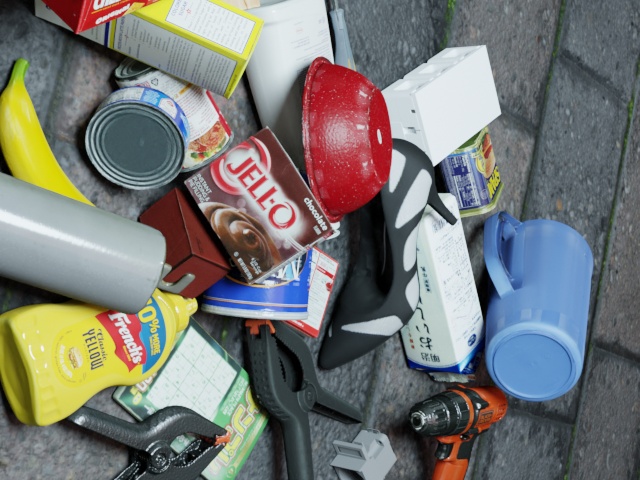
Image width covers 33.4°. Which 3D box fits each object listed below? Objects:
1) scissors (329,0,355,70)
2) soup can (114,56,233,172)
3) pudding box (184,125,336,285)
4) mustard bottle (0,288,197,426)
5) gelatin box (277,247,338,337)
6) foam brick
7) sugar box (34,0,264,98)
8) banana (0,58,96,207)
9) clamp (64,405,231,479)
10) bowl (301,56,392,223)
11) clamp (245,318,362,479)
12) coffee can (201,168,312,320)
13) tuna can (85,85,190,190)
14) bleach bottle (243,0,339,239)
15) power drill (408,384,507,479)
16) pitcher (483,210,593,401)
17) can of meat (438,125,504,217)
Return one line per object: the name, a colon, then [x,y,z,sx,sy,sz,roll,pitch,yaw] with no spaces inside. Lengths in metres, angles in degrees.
scissors: [0.018,-0.220,1.114,0.096,0.016,0.202,-78,156,-68]
soup can: [-0.130,-0.121,0.951,0.068,0.069,0.102,-50,127,-32]
pudding box: [-0.053,-0.030,0.944,0.113,0.090,0.039,57,5,5]
mustard bottle: [-0.182,0.082,0.919,0.191,0.058,0.096,-21,102,-45]
gelatin box: [-0.023,0.047,1.112,0.073,0.030,0.089,34,66,-44]
foam brick: [-0.122,0.002,0.957,0.052,0.051,0.078,26,37,-46]
sugar box: [-0.139,-0.179,0.854,0.176,0.093,0.048,26,72,-7]
banana: [-0.216,-0.050,0.886,0.069,0.037,0.197,-45,125,-33]
clamp: [-0.159,0.203,0.963,0.171,0.039,0.120,3,103,-39]
bowl: [0.032,-0.098,1.020,0.162,0.055,0.162,-3,90,-72]
clamp: [-0.026,0.172,1.098,0.210,0.036,0.164,61,34,-29]
coffee can: [-0.057,0.001,1.016,0.102,0.103,0.140,5,89,-48]
tuna can: [-0.155,-0.088,0.912,0.033,0.086,0.086,-84,152,-55]
bleach bottle: [-0.021,-0.118,1.076,0.102,0.068,0.251,-32,118,-46]
power drill: [0.138,0.259,1.242,0.184,0.057,0.188,2,112,-52]
pitcher: [0.254,0.076,1.283,0.242,0.149,0.145,-65,165,-60]
can of meat: [0.180,-0.087,1.288,0.102,0.058,0.084,-53,129,-60]
